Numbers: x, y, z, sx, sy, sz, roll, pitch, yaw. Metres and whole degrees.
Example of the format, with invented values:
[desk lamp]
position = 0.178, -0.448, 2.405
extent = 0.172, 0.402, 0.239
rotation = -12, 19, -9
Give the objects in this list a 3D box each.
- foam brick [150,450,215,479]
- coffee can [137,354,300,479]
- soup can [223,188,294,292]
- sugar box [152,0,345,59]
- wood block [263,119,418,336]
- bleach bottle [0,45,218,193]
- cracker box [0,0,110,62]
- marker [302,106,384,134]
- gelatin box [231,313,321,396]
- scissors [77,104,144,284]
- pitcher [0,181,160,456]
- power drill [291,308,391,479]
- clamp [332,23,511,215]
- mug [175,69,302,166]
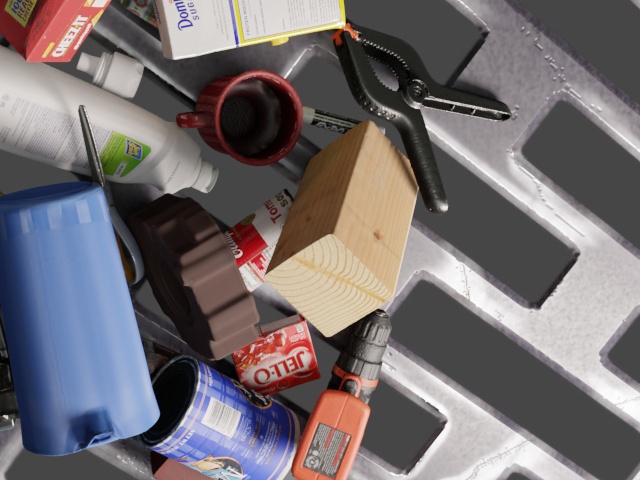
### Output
[foam brick]
position = -0.142, 0.250, 1.183
extent = 0.078, 0.051, 0.053
rotation = 40, 94, -18
[coffee can]
position = -0.106, 0.195, 1.114
extent = 0.140, 0.103, 0.103
rotation = 34, 97, -30
[soup can]
position = -0.057, 0.001, 1.120
extent = 0.102, 0.068, 0.068
rotation = -37, 109, 1
[sugar box]
position = -0.068, -0.230, 0.996
extent = 0.176, 0.048, 0.093
rotation = -13, 107, -17
[wood block]
position = 0.027, -0.018, 1.050
extent = 0.090, 0.206, 0.090
rotation = -33, 112, 31
[bleach bottle]
position = -0.223, -0.101, 1.058
extent = 0.250, 0.068, 0.103
rotation = 22, 132, -22
[cracker box]
position = -0.263, -0.286, 0.929
extent = 0.214, 0.072, 0.164
rotation = 46, 114, 10
[marker]
position = 0.009, -0.125, 1.122
extent = 0.121, 0.020, 0.020
rotation = 13, 103, -14
[gelatin box]
position = -0.051, 0.129, 1.177
extent = 0.089, 0.030, 0.073
rotation = -16, 109, -5
[scissors]
position = -0.226, -0.046, 1.056
extent = 0.016, 0.096, 0.202
rotation = -38, 124, -35
[pitcher]
position = -0.243, 0.070, 1.024
extent = 0.149, 0.144, 0.243
rotation = -3, 103, 26
[power drill]
position = 0.027, 0.171, 1.124
extent = 0.057, 0.187, 0.184
rotation = 19, 100, 6
[clamp]
position = 0.091, -0.136, 1.096
extent = 0.210, 0.036, 0.164
rotation = 37, 60, -13
[mug]
position = -0.087, -0.122, 1.061
extent = 0.117, 0.082, 0.093
rotation = -9, 102, -24
